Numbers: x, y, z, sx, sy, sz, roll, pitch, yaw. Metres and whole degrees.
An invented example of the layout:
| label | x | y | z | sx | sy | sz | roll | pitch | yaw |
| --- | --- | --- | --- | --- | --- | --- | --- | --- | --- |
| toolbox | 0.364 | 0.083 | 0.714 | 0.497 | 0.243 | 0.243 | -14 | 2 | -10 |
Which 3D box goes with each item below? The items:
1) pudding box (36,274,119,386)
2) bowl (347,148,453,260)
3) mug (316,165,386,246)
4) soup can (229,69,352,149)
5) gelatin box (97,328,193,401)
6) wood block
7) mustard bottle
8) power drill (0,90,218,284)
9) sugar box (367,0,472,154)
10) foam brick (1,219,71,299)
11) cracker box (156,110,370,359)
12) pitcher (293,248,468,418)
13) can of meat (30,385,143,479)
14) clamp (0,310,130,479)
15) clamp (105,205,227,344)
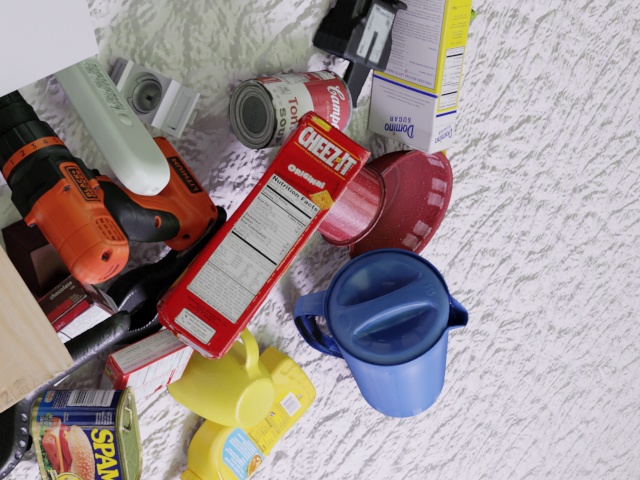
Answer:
| label | x | y | z | sx | sy | sz | roll | pitch | yaw |
| --- | --- | --- | --- | --- | --- | --- | --- | --- | --- |
| pudding box | -0.219 | 0.078 | 0.906 | 0.090 | 0.039 | 0.113 | -38 | 164 | -5 |
| bowl | 0.074 | -0.040 | 1.193 | 0.161 | 0.055 | 0.162 | -28 | 136 | -31 |
| mug | 0.007 | -0.062 | 1.096 | 0.081 | 0.093 | 0.117 | 30 | 53 | -41 |
| soup can | -0.029 | -0.127 | 1.029 | 0.102 | 0.069 | 0.068 | -15 | 121 | -42 |
| gelatin box | -0.167 | 0.120 | 1.023 | 0.089 | 0.030 | 0.073 | -25 | 156 | -36 |
| wood block | -0.273 | 0.028 | 0.742 | 0.090 | 0.091 | 0.206 | -34 | 94 | -33 |
| mustard bottle | -0.088 | 0.213 | 1.160 | 0.191 | 0.058 | 0.096 | -49 | 142 | -17 |
| power drill | -0.178 | -0.049 | 0.862 | 0.057 | 0.184 | 0.187 | -41 | 165 | 23 |
| sugar box | 0.104 | -0.189 | 1.121 | 0.048 | 0.093 | 0.176 | -21 | 126 | -40 |
| foam brick | -0.220 | 0.005 | 0.904 | 0.078 | 0.051 | 0.053 | -30 | 132 | -34 |
| cracker box | -0.056 | 0.001 | 0.938 | 0.213 | 0.072 | 0.164 | -54 | -178 | -10 |
| pitcher | 0.074 | 0.116 | 1.209 | 0.145 | 0.149 | 0.243 | -38 | 155 | -11 |
| can of meat | -0.213 | 0.183 | 0.977 | 0.057 | 0.084 | 0.102 | -85 | 174 | -60 |
| clamp | -0.266 | 0.111 | 0.825 | 0.210 | 0.164 | 0.036 | -61 | 170 | -11 |
| clamp | -0.146 | 0.053 | 1.024 | 0.171 | 0.039 | 0.120 | -37 | 135 | -20 |
